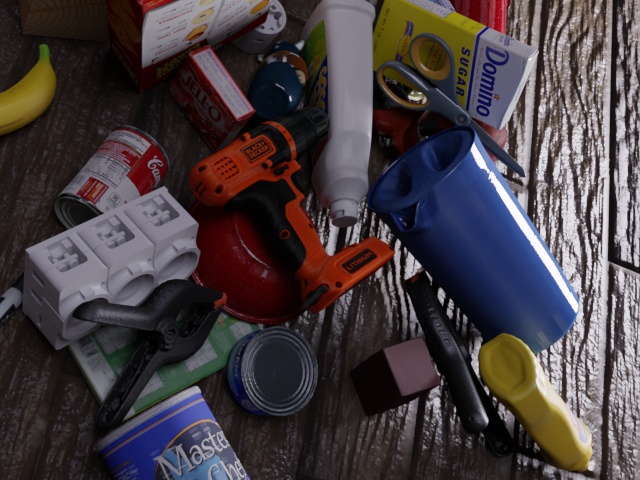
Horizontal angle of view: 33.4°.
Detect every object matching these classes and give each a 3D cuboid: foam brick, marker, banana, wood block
[{"bbox_3d":[0.075,0.138,1.077,0.051,0.078,0.053,-13,73,-30],"label":"foam brick"},{"bbox_3d":[-0.290,0.069,0.952,0.020,0.020,0.121,40,55,-6],"label":"marker"},{"bbox_3d":[-0.325,-0.126,1.020,0.070,0.037,0.197,44,51,19],"label":"banana"},{"bbox_3d":[-0.267,-0.322,1.109,0.090,0.090,0.206,0,67,-29],"label":"wood block"}]

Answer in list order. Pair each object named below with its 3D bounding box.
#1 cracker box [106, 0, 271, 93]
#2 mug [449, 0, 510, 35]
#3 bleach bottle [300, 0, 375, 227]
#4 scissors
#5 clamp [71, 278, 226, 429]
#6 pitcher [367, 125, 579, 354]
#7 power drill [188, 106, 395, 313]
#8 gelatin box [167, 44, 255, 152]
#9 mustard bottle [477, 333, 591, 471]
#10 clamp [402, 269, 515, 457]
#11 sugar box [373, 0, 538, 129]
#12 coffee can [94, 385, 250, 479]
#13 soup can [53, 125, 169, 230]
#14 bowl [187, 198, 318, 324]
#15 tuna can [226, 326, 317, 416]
[{"bbox_3d":[-0.126,-0.247,1.046,0.164,0.214,0.072,-32,84,-15],"label":"cracker box"},{"bbox_3d":[0.176,-0.265,1.325,0.117,0.093,0.081,4,67,3],"label":"mug"},{"bbox_3d":[0.023,-0.136,1.165,0.068,0.103,0.251,8,63,-22],"label":"bleach bottle"},{"bbox_3d":[0.158,-0.154,1.173,0.202,0.096,0.016,28,26,2],"label":"scissors"},{"bbox_3d":[-0.151,0.094,0.968,0.171,0.039,0.120,-18,120,-47],"label":"clamp"},{"bbox_3d":[0.173,0.001,1.140,0.149,0.145,0.242,-41,110,-6],"label":"pitcher"},{"bbox_3d":[-0.014,-0.035,1.051,0.184,0.057,0.188,-34,81,-38],"label":"power drill"},{"bbox_3d":[-0.115,-0.147,1.115,0.030,0.073,0.089,-33,85,-35],"label":"gelatin box"},{"bbox_3d":[0.237,0.186,1.124,0.191,0.058,0.096,51,7,-33],"label":"mustard bottle"},{"bbox_3d":[0.142,0.129,1.116,0.036,0.164,0.210,-28,57,8],"label":"clamp"},{"bbox_3d":[0.144,-0.204,1.193,0.176,0.093,0.048,28,35,15],"label":"sugar box"},{"bbox_3d":[-0.116,0.212,0.924,0.102,0.103,0.140,-26,81,-35],"label":"coffee can"},{"bbox_3d":[-0.201,-0.053,1.028,0.068,0.069,0.102,37,56,-8],"label":"soup can"},{"bbox_3d":[-0.057,0.001,1.075,0.161,0.055,0.162,16,55,-25],"label":"bowl"},{"bbox_3d":[-0.047,0.127,1.033,0.086,0.034,0.086,7,77,-32],"label":"tuna can"}]
